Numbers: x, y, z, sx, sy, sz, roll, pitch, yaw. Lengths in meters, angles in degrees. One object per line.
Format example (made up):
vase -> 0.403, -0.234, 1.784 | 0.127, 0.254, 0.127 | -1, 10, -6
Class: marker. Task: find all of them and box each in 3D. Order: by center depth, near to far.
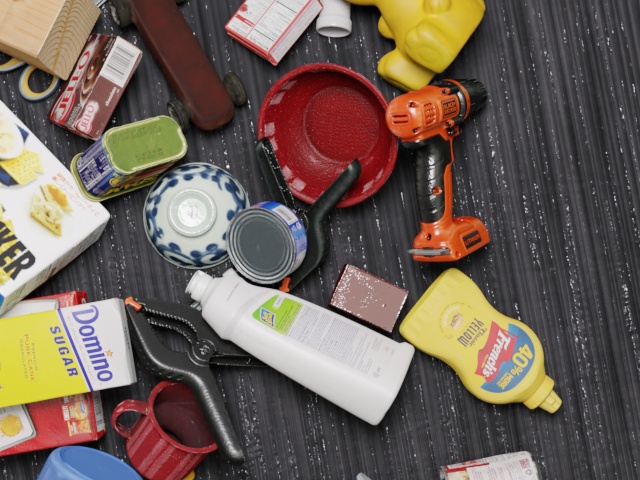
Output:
marker -> -0.119, 0.057, 1.201 | 0.121, 0.020, 0.020 | -41, 89, -2

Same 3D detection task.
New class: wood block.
wood block -> -0.361, -0.265, 1.163 | 0.206, 0.090, 0.091 | 25, 86, 10

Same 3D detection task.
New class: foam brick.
foam brick -> 0.052, 0.064, 1.187 | 0.078, 0.053, 0.051 | 25, 87, 1

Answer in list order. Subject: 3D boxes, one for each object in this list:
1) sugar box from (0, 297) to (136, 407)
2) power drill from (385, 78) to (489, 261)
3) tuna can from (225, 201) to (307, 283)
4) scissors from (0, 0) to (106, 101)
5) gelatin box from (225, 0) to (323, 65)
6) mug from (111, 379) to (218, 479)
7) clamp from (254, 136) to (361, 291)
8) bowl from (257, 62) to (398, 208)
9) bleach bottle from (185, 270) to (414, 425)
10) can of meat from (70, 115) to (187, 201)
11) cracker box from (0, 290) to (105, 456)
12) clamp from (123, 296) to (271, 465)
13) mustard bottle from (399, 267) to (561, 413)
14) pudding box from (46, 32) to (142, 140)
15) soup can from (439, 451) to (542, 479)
sugar box -> -0.287, 0.120, 1.110 | 0.176, 0.048, 0.093 | -11, 85, 0
power drill -> 0.139, -0.080, 1.162 | 0.057, 0.184, 0.187 | -2, 103, 37
tuna can -> -0.058, 0.001, 1.155 | 0.086, 0.033, 0.086 | 9, 110, 26
scissors -> -0.281, -0.229, 1.215 | 0.201, 0.016, 0.096 | -25, 90, -2
gelatin box -> -0.053, -0.250, 1.197 | 0.073, 0.030, 0.089 | 36, 87, 30
mug -> -0.168, 0.204, 1.145 | 0.117, 0.093, 0.082 | 21, 130, -21
clamp -> -0.014, -0.026, 1.169 | 0.120, 0.039, 0.171 | 8, 110, 24
bowl -> 0.014, -0.120, 1.175 | 0.162, 0.055, 0.162 | 7, 113, 18
bleach bottle -> -0.028, 0.100, 1.162 | 0.251, 0.102, 0.068 | 29, 126, 2
can of meat -> -0.205, -0.090, 1.153 | 0.101, 0.084, 0.057 | -22, 87, -39
cracker box -> -0.353, 0.152, 1.169 | 0.213, 0.072, 0.164 | -10, 87, 0
clamp -> -0.129, 0.136, 1.144 | 0.210, 0.036, 0.164 | 30, 47, -3
mustard bottle -> 0.188, 0.124, 1.183 | 0.191, 0.058, 0.096 | 40, 83, 1
pudding box -> -0.250, -0.170, 1.175 | 0.039, 0.090, 0.113 | 31, 85, -35
soup can -> 0.188, 0.273, 1.172 | 0.102, 0.068, 0.068 | -10, 87, -2
